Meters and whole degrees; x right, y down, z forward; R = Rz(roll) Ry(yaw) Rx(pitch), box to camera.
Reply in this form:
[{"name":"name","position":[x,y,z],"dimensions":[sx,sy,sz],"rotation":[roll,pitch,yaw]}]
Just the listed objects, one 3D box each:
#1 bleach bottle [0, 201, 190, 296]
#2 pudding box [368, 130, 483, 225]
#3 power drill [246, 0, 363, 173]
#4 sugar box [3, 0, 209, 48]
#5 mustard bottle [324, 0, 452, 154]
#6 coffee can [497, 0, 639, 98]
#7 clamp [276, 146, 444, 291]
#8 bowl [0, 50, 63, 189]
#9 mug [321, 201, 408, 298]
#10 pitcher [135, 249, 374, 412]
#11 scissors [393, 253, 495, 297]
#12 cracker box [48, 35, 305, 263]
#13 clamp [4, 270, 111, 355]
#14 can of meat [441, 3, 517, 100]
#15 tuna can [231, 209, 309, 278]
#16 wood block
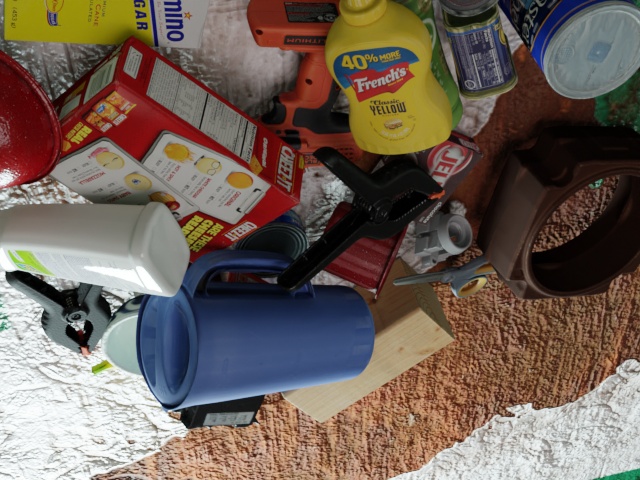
[{"name":"bleach bottle","position":[-0.260,-0.001,1.045],"dimensions":[0.251,0.068,0.102],"rotation":[6,150,18]},{"name":"pudding box","position":[0.111,-0.076,1.183],"dimensions":[0.089,0.039,0.114],"rotation":[17,126,-33]},{"name":"power drill","position":[-0.040,-0.146,1.051],"dimensions":[0.184,0.057,0.188],"rotation":[-4,136,-12]},{"name":"sugar box","position":[-0.185,-0.219,0.933],"dimensions":[0.176,0.048,0.093],"rotation":[0,133,-18]},{"name":"mustard bottle","position":[0.056,-0.161,0.972],"dimensions":[0.096,0.058,0.191],"rotation":[-3,141,19]},{"name":"coffee can","position":[0.235,-0.217,1.012],"dimensions":[0.102,0.140,0.103],"rotation":[-10,136,-10]},{"name":"clamp","position":[0.050,-0.043,1.085],"dimensions":[0.209,0.036,0.165],"rotation":[-22,139,-36]},{"name":"bowl","position":[-0.313,-0.099,0.946],"dimensions":[0.162,0.055,0.162],"rotation":[13,133,14]},{"name":"mug","position":[0.046,0.006,1.205],"dimensions":[0.081,0.117,0.093],"rotation":[23,96,6]},{"name":"pitcher","position":[-0.061,0.095,1.136],"dimensions":[0.242,0.145,0.149],"rotation":[-1,164,-36]},{"name":"scissors","position":[0.152,0.052,1.302],"dimensions":[0.201,0.016,0.096],"rotation":[-15,150,-31]},{"name":"cracker box","position":[-0.146,-0.080,1.014],"dimensions":[0.213,0.072,0.164],"rotation":[33,137,-30]},{"name":"clamp","position":[-0.287,0.070,1.192],"dimensions":[0.120,0.039,0.172],"rotation":[-3,135,-14]},{"name":"can of meat","position":[0.149,-0.201,1.025],"dimensions":[0.057,0.102,0.084],"rotation":[-14,134,12]},{"name":"tuna can","position":[-0.058,0.001,1.206],"dimensions":[0.086,0.034,0.086],"rotation":[-10,136,-10]},{"name":"wood block","position":[0.049,0.126,1.327],"dimensions":[0.206,0.091,0.090],"rotation":[-34,135,16]}]
